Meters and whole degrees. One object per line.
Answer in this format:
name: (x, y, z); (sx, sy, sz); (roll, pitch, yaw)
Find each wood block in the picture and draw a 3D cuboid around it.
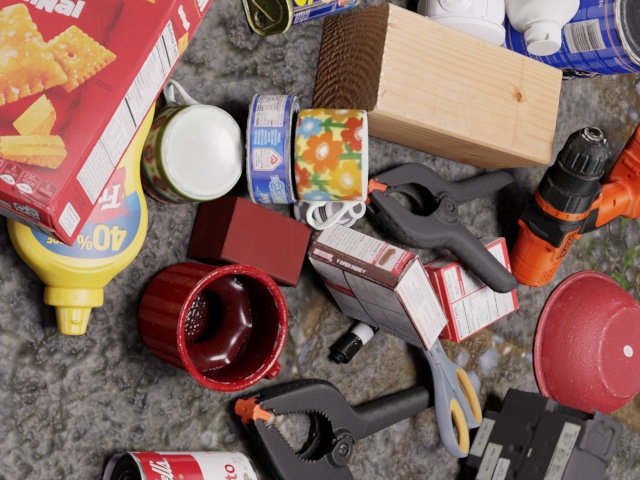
wood block: (0.104, -0.128, 0.928); (0.205, 0.090, 0.091); (12, 84, -36)

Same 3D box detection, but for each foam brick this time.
foam brick: (-0.055, 0.001, 0.839); (0.078, 0.053, 0.051); (22, 79, -34)

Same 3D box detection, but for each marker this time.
marker: (0.052, 0.066, 0.942); (0.121, 0.020, 0.020); (-44, 116, -27)

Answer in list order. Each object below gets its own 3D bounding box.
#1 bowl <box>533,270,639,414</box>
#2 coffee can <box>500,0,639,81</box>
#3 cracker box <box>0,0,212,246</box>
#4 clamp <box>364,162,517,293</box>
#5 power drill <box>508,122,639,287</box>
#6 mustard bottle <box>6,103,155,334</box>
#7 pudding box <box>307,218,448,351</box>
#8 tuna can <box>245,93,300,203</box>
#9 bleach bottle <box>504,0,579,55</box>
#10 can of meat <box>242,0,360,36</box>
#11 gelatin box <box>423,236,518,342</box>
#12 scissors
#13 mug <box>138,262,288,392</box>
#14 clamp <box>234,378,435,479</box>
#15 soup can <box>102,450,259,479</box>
bowl: (0.294, 0.112, 1.099); (0.161, 0.055, 0.162); (-2, 93, -37)
coffee can: (0.253, -0.203, 1.001); (0.102, 0.141, 0.103); (-2, 93, -36)
cracker box: (-0.184, -0.128, 0.679); (0.164, 0.072, 0.213); (25, 75, 6)
clamp: (0.112, -0.033, 0.960); (0.171, 0.039, 0.120); (25, 54, -23)
power drill: (0.268, -0.054, 1.024); (0.187, 0.057, 0.185); (-25, 148, -35)
mustard bottle: (-0.170, -0.030, 0.750); (0.096, 0.058, 0.191); (3, 91, -27)
pudding box: (0.048, 0.038, 0.871); (0.039, 0.090, 0.113); (-58, 148, -17)
tuna can: (-0.035, -0.071, 0.831); (0.034, 0.086, 0.086); (1, 92, 6)
bleach bottle: (0.206, -0.289, 0.958); (0.068, 0.103, 0.251); (14, 71, -30)
can of meat: (-0.020, -0.223, 0.854); (0.083, 0.058, 0.102); (-25, 106, -35)
gelatin box: (0.140, 0.045, 0.999); (0.089, 0.030, 0.073); (-24, 107, -33)
scissors: (0.100, 0.115, 0.947); (0.201, 0.016, 0.096); (55, 33, -36)
mug: (-0.077, 0.067, 0.806); (0.117, 0.082, 0.093); (42, 72, -31)
clamp: (0.010, 0.185, 0.905); (0.209, 0.036, 0.164); (22, 78, -39)
soup can: (-0.105, 0.193, 0.803); (0.102, 0.069, 0.068); (8, 87, -37)
